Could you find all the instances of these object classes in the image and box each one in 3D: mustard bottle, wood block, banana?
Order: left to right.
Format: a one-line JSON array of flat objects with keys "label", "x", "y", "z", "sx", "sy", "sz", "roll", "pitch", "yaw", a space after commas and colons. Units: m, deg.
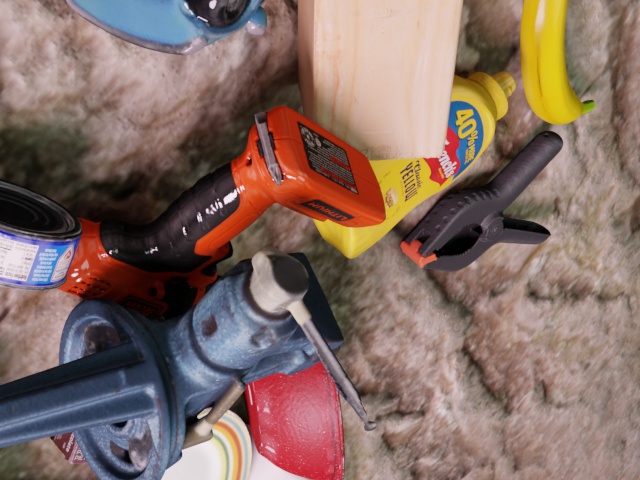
[{"label": "wood block", "x": 0.035, "y": -0.155, "z": 0.648, "sx": 0.090, "sy": 0.091, "sz": 0.206, "roll": -4, "pitch": 134, "yaw": -5}, {"label": "mustard bottle", "x": 0.076, "y": -0.074, "z": 0.814, "sx": 0.191, "sy": 0.058, "sz": 0.096, "roll": -37, "pitch": 139, "yaw": -20}, {"label": "banana", "x": 0.191, "y": -0.160, "z": 0.883, "sx": 0.069, "sy": 0.037, "sz": 0.197, "roll": -55, "pitch": 145, "yaw": -26}]

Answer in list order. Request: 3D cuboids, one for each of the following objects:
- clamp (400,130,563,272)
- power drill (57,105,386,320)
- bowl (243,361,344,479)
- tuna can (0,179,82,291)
[{"label": "clamp", "x": 0.148, "y": -0.014, "z": 0.943, "sx": 0.171, "sy": 0.039, "sz": 0.120, "roll": -30, "pitch": 131, "yaw": -16}, {"label": "power drill", "x": -0.054, "y": 0.001, "z": 0.682, "sx": 0.188, "sy": 0.057, "sz": 0.184, "roll": -31, "pitch": 150, "yaw": 24}, {"label": "bowl", "x": -0.027, "y": 0.108, "z": 0.793, "sx": 0.055, "sy": 0.162, "sz": 0.162, "roll": -9, "pitch": 128, "yaw": -10}, {"label": "tuna can", "x": -0.178, "y": -0.006, "z": 0.597, "sx": 0.085, "sy": 0.086, "sz": 0.034, "roll": 9, "pitch": 109, "yaw": -47}]
